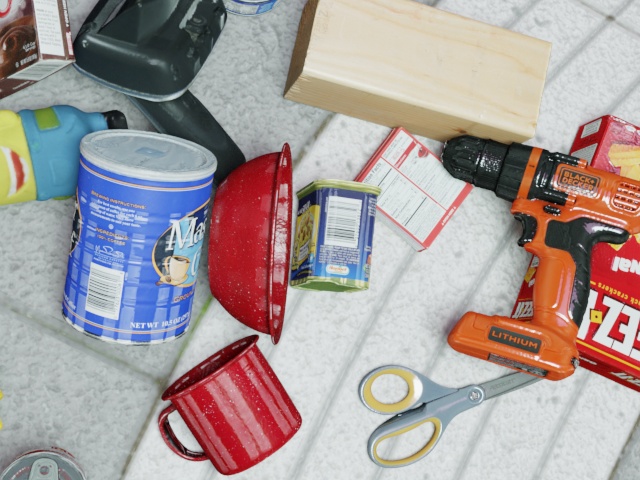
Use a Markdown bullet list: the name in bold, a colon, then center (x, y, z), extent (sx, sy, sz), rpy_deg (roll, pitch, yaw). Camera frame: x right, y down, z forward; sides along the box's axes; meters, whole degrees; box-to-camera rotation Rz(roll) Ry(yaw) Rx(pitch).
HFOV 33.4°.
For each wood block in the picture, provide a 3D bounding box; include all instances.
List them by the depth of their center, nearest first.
- **wood block**: center (0.082, -0.148, 0.931), extent (0.206, 0.091, 0.090), rpy_deg (14, 80, -11)

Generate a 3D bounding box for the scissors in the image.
- **scissors**: center (0.118, 0.124, 0.941), extent (0.201, 0.016, 0.096), rpy_deg (-32, 90, -15)

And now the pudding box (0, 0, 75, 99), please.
- **pudding box**: center (-0.247, -0.168, 0.849), extent (0.039, 0.114, 0.090), rpy_deg (-3, 82, -52)

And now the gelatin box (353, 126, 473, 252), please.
- **gelatin box**: center (0.079, -0.045, 0.947), extent (0.089, 0.030, 0.073), rpy_deg (39, 77, -6)

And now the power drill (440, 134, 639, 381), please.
- **power drill**: center (0.169, 0.011, 0.894), extent (0.184, 0.057, 0.187), rpy_deg (17, 78, 13)

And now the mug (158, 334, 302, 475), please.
- **mug**: center (-0.078, 0.140, 0.863), extent (0.117, 0.093, 0.081), rpy_deg (-31, 96, 16)

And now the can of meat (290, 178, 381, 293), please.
- **can of meat**: center (0.010, -0.001, 0.889), extent (0.057, 0.102, 0.084), rpy_deg (8, 83, -13)

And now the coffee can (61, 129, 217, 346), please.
- **coffee can**: center (-0.141, -0.004, 0.825), extent (0.102, 0.103, 0.140), rpy_deg (7, 110, -12)

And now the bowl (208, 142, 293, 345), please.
- **bowl**: center (-0.056, 0.001, 0.851), extent (0.055, 0.162, 0.162), rpy_deg (4, 81, 3)

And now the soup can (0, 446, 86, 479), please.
- **soup can**: center (-0.211, 0.192, 0.810), extent (0.068, 0.102, 0.068), rpy_deg (2, 82, -13)
